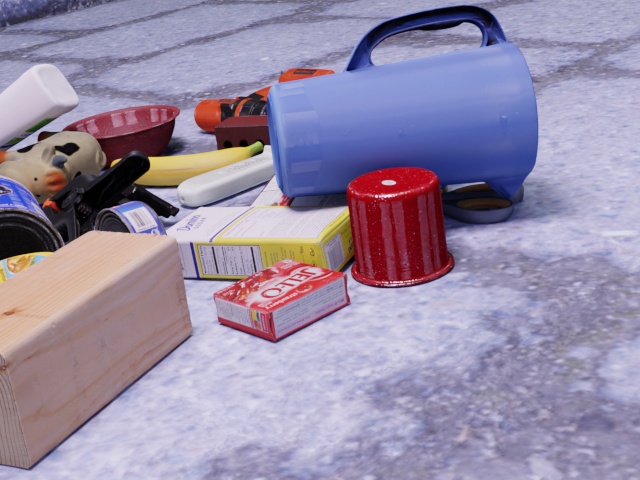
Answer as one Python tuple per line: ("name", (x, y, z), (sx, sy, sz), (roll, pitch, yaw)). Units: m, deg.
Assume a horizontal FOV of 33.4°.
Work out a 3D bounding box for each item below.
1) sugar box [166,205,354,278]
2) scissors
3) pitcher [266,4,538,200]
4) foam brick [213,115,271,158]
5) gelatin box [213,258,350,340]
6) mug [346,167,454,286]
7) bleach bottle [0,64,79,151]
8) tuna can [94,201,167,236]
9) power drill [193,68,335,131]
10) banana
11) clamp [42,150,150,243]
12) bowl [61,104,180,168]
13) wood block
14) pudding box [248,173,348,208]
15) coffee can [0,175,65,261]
("sugar box", (-0.056, 0.001, 0.997), (0.176, 0.048, 0.093), (-2, 21, 27))
("scissors", (0.105, -0.031, 1.061), (0.202, 0.016, 0.096), (-8, 20, 1))
("pitcher", (0.073, -0.119, 1.010), (0.242, 0.145, 0.149), (-8, 52, -5))
("foam brick", (-0.087, -0.126, 1.345), (0.078, 0.053, 0.051), (-1, 21, 21))
("gelatin box", (-0.032, 0.047, 0.883), (0.089, 0.030, 0.073), (-25, 26, -38))
("mug", (0.073, -0.019, 0.943), (0.093, 0.081, 0.117), (4, 23, 31))
("bleach bottle", (-0.434, -0.128, 1.368), (0.251, 0.068, 0.102), (-34, 6, 11))
("tuna can", (-0.168, 0.008, 0.962), (0.033, 0.086, 0.086), (-20, 23, -34))
("power drill", (-0.060, -0.195, 1.515), (0.185, 0.057, 0.187), (11, 28, 43))
("banana", (-0.170, -0.088, 1.302), (0.198, 0.037, 0.069), (-5, 14, 11))
("clamp", (-0.240, -0.026, 1.068), (0.172, 0.039, 0.120), (-15, 38, 52))
("bowl", (-0.264, -0.136, 1.440), (0.162, 0.055, 0.162), (-8, 20, 3))
("wood block", (-0.192, 0.071, 0.795), (0.091, 0.090, 0.205), (3, 23, 27))
("pudding box", (-0.007, -0.037, 1.070), (0.114, 0.039, 0.090), (3, 33, 23))
("coffee can", (-0.303, 0.002, 1.008), (0.102, 0.103, 0.140), (-16, 21, -19))
